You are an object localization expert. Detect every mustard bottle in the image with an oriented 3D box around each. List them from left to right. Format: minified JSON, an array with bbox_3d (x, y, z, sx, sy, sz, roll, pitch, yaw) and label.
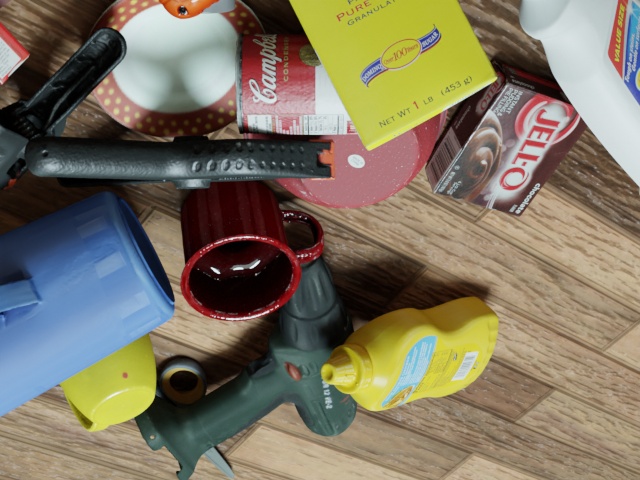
[{"bbox_3d":[0.073,0.103,0.935,0.191,0.058,0.096,-5,129,-45],"label":"mustard bottle"}]

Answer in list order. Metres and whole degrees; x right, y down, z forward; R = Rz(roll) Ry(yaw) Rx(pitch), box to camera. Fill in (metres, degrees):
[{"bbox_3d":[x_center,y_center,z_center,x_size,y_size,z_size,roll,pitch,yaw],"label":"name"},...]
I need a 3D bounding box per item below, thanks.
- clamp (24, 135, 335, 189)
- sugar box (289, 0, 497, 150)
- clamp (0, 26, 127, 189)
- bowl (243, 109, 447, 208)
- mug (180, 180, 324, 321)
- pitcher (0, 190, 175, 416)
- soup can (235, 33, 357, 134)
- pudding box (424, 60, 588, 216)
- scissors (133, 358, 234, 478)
[{"bbox_3d":[-0.094,-0.054,0.729,0.210,0.164,0.036,-1,91,0],"label":"clamp"},{"bbox_3d":[0.029,-0.155,0.662,0.093,0.048,0.176,-28,91,5],"label":"sugar box"},{"bbox_3d":[-0.204,-0.073,0.715,0.120,0.039,0.172,-34,176,-43],"label":"clamp"},{"bbox_3d":[0.024,-0.077,0.807,0.162,0.055,0.162,-6,134,-7],"label":"bowl"},{"bbox_3d":[-0.056,0.001,0.842,0.117,0.081,0.093,-10,134,-4],"label":"mug"},{"bbox_3d":[-0.236,0.060,0.774,0.243,0.149,0.145,-27,126,-2],"label":"pitcher"},{"bbox_3d":[-0.004,-0.106,0.721,0.102,0.068,0.068,0,133,0],"label":"soup can"},{"bbox_3d":[0.148,-0.078,0.846,0.089,0.039,0.114,14,128,-26],"label":"pudding box"},{"bbox_3d":[-0.116,0.172,1.036,0.096,0.016,0.201,-34,131,18],"label":"scissors"}]
